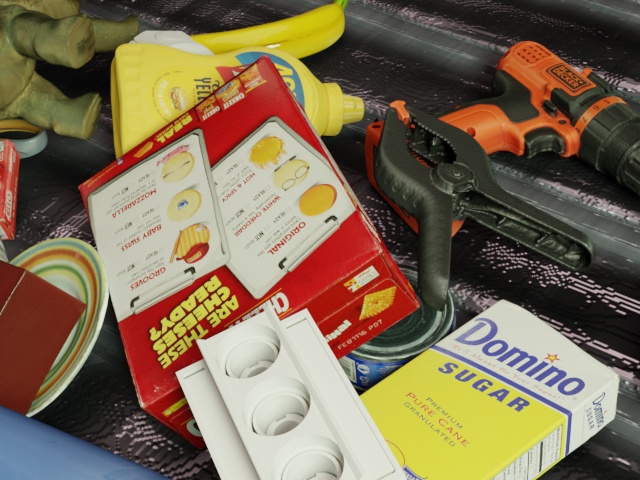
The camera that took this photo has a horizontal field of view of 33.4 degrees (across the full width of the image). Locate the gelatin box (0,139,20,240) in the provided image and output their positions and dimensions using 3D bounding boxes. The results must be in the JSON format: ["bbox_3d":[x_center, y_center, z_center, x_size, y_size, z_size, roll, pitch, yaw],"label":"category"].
[{"bbox_3d":[-0.273,-0.034,0.799,0.089,0.030,0.073,-6,60,2],"label":"gelatin box"}]

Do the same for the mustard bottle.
[{"bbox_3d":[-0.059,-0.099,0.809,0.191,0.058,0.096,-2,77,-18],"label":"mustard bottle"}]

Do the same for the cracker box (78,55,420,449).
[{"bbox_3d":[-0.054,0.001,0.682,0.164,0.072,0.214,-34,45,6],"label":"cracker box"}]

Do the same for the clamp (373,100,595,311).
[{"bbox_3d":[0.077,-0.024,0.673,0.120,0.039,0.172,-17,48,-33],"label":"clamp"}]

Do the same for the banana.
[{"bbox_3d":[-0.059,-0.172,0.931,0.197,0.037,0.070,-15,25,-11],"label":"banana"}]

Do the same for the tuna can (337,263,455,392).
[{"bbox_3d":[0.043,0.054,0.674,0.086,0.034,0.086,-4,43,3],"label":"tuna can"}]

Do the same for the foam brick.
[{"bbox_3d":[-0.190,0.056,0.637,0.051,0.053,0.078,14,70,43],"label":"foam brick"}]

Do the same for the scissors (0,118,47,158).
[{"bbox_3d":[-0.321,-0.063,0.859,0.201,0.016,0.096,-8,43,-1],"label":"scissors"}]

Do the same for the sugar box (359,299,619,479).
[{"bbox_3d":[0.075,0.108,0.603,0.176,0.048,0.093,-33,47,-23],"label":"sugar box"}]

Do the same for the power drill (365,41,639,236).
[{"bbox_3d":[0.141,-0.063,0.772,0.187,0.057,0.185,-23,46,-19],"label":"power drill"}]
